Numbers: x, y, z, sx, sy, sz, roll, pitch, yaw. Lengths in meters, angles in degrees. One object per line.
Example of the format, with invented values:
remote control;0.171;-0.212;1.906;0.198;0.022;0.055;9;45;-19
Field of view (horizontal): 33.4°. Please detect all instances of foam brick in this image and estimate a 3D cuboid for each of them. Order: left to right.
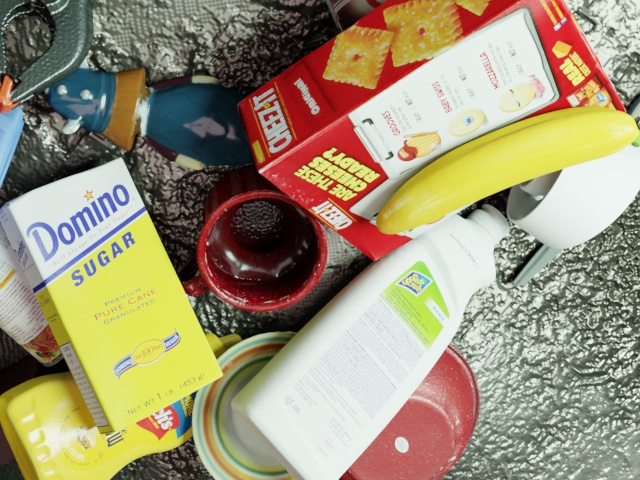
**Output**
foam brick;-0.237;0.132;0.835;0.078;0.051;0.053;-31;112;5

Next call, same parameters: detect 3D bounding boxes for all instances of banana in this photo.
banana;0.131;-0.050;0.708;0.197;0.037;0.069;-17;147;-3

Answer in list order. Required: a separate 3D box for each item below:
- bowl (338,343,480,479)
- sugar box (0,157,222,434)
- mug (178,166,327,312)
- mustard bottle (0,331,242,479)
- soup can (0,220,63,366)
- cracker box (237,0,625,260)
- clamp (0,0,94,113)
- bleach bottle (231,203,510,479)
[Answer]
bowl;0.059;0.154;0.880;0.162;0.055;0.162;-3;112;-7
sugar box;-0.149;0.038;0.762;0.093;0.048;0.176;-26;94;-29
mug;-0.055;0.001;0.789;0.117;0.081;0.093;-36;111;7
mustard bottle;-0.140;0.120;0.812;0.191;0.058;0.096;-27;103;-29
soup can;-0.221;0.036;0.791;0.068;0.068;0.102;-43;110;10
cracker box;0.077;-0.092;0.723;0.214;0.072;0.164;-31;144;17
clamp;-0.189;-0.170;0.700;0.120;0.039;0.171;28;74;-7
bleach bottle;0.054;0.071;0.808;0.250;0.068;0.102;-43;105;-14
